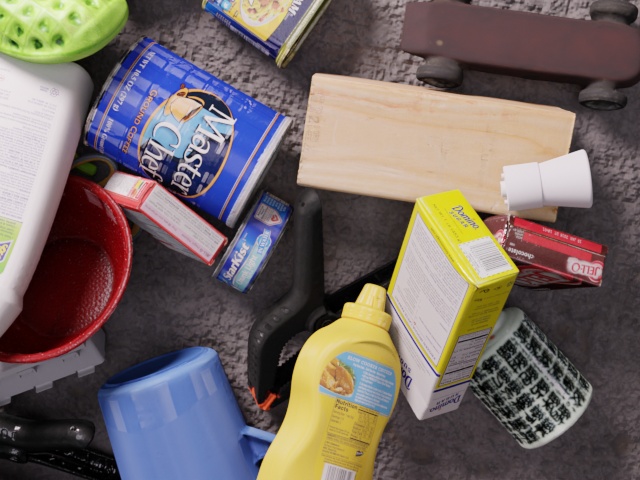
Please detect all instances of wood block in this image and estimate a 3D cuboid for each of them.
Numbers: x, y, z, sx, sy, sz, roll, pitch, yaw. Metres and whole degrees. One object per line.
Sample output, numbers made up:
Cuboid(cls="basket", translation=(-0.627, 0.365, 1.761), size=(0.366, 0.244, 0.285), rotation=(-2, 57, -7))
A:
Cuboid(cls="wood block", translation=(0.090, -0.078, 0.873), size=(0.206, 0.091, 0.090), rotation=(9, 100, 0))

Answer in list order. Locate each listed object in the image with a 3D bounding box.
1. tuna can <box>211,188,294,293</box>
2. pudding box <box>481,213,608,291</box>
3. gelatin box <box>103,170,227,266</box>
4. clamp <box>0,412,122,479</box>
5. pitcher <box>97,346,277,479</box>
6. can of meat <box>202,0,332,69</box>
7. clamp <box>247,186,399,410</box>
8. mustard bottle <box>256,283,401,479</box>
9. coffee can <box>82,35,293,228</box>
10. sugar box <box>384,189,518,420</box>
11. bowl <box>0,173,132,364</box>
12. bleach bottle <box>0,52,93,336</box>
Cuboid(cls="tuna can", translation=(-0.056, 0.001, 0.894), size=(0.033, 0.086, 0.086), rotation=(29, 99, -5))
Cuboid(cls="pudding box", translation=(0.164, 0.012, 0.864), size=(0.090, 0.114, 0.039), rotation=(18, 83, -13))
Cuboid(cls="gelatin box", translation=(-0.129, -0.020, 0.882), size=(0.089, 0.073, 0.030), rotation=(40, 77, -35))
Cuboid(cls="clamp", translation=(-0.257, 0.170, 0.924), size=(0.171, 0.120, 0.039), rotation=(11, 55, 1))
Cuboid(cls="pitcher", translation=(-0.092, 0.217, 0.911), size=(0.149, 0.145, 0.243), rotation=(-21, 96, -32))
Cuboid(cls="can of meat", translation=(-0.037, -0.206, 0.875), size=(0.084, 0.057, 0.102), rotation=(35, 98, -1))
Cuboid(cls="clamp", translation=(-0.006, 0.053, 0.897), size=(0.164, 0.036, 0.210), rotation=(28, 108, -38))
Cuboid(cls="mustard bottle", translation=(0.017, 0.128, 0.862), size=(0.096, 0.058, 0.191), rotation=(25, 78, -33))
Cuboid(cls="coffee can", translation=(-0.107, -0.088, 0.873), size=(0.140, 0.103, 0.103), rotation=(30, 99, -2))
Cuboid(cls="sugar box", translation=(0.095, 0.055, 0.852), size=(0.048, 0.093, 0.176), rotation=(-14, 142, -21))
Cuboid(cls="bowl", translation=(-0.220, 0.028, 0.868), size=(0.162, 0.055, 0.162), rotation=(-5, 68, 12))
Cuboid(cls="bleach bottle", translation=(-0.258, -0.024, 0.823), size=(0.102, 0.068, 0.251), rotation=(15, 78, 2))
